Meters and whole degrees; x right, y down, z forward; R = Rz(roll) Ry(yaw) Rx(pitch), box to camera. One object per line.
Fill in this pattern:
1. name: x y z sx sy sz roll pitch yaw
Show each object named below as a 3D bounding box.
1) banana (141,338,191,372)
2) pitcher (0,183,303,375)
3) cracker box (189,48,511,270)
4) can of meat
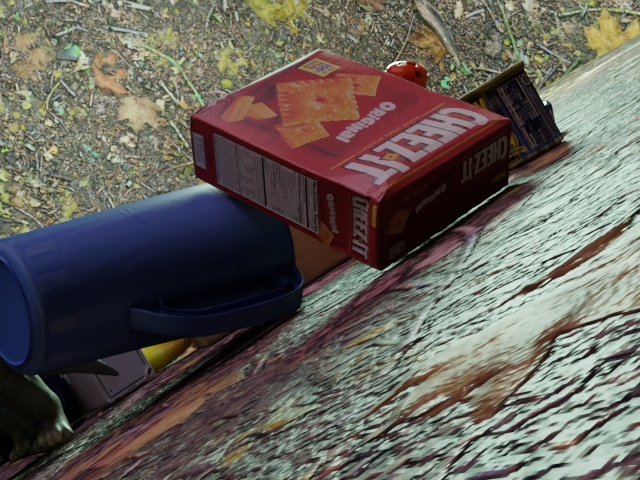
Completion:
1. banana: -0.194 0.127 1.161 0.069 0.037 0.198 -34 3 -22
2. pitcher: -0.142 0.032 0.874 0.242 0.145 0.149 -16 -12 -39
3. cracker box: 0.023 -0.077 0.876 0.214 0.072 0.163 27 45 36
4. can of meat: 0.177 -0.114 1.020 0.057 0.084 0.102 -31 2 -15
